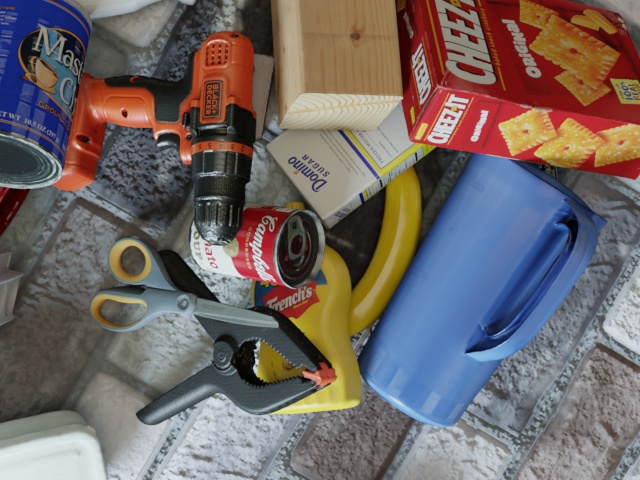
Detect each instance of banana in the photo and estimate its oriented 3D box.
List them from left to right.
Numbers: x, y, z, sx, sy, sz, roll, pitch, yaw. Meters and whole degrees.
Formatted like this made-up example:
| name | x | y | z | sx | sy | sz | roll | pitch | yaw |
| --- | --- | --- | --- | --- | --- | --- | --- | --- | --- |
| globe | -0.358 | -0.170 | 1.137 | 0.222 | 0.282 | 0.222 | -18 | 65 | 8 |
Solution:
| name | x | y | z | sx | sy | sz | roll | pitch | yaw |
| --- | --- | --- | --- | --- | --- | --- | --- | --- | --- |
| banana | 0.052 | 0.018 | 1.001 | 0.069 | 0.037 | 0.198 | 31 | 91 | -6 |

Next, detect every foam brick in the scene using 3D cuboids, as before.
| name | x | y | z | sx | sy | sz | roll | pitch | yaw |
| --- | --- | --- | --- | --- | --- | --- | --- | --- | --- |
| foam brick | -0.073 | -0.133 | 0.974 | 0.053 | 0.051 | 0.078 | 9 | 93 | -6 |

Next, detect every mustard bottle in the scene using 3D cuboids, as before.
| name | x | y | z | sx | sy | sz | roll | pitch | yaw |
| --- | --- | --- | --- | --- | --- | --- | --- | --- | --- |
| mustard bottle | -0.017 | 0.059 | 0.972 | 0.096 | 0.058 | 0.191 | -12 | 76 | 32 |

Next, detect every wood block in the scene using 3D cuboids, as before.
| name | x | y | z | sx | sy | sz | roll | pitch | yaw |
| --- | --- | --- | --- | --- | --- | --- | --- | --- | --- |
| wood block | 0.009 | -0.208 | 0.925 | 0.090 | 0.090 | 0.206 | 0 | 77 | -15 |

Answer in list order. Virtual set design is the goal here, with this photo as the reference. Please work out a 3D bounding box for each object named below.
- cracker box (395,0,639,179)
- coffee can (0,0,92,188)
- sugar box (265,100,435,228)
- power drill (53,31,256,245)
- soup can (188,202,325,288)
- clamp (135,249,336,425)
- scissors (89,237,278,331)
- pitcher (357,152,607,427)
| name | x | y | z | sx | sy | sz | roll | pitch | yaw |
| --- | --- | --- | --- | --- | --- | --- | --- | --- | --- |
| cracker box | 0.175 | -0.146 | 0.920 | 0.213 | 0.164 | 0.072 | 9 | 137 | -17 |
| coffee can | -0.251 | -0.127 | 0.878 | 0.102 | 0.103 | 0.140 | 8 | 67 | -5 |
| sugar box | 0.047 | -0.100 | 0.979 | 0.176 | 0.048 | 0.093 | -37 | 76 | 1 |
| power drill | -0.145 | -0.084 | 0.924 | 0.188 | 0.057 | 0.184 | -1 | 77 | 19 |
| soup can | -0.056 | 0.001 | 0.930 | 0.102 | 0.068 | 0.068 | 9 | 94 | 36 |
| clamp | -0.083 | 0.110 | 0.951 | 0.210 | 0.036 | 0.164 | 16 | 99 | 32 |
| scissors | -0.124 | 0.038 | 0.951 | 0.202 | 0.016 | 0.096 | -8 | 77 | 28 |
| pitcher | 0.140 | 0.046 | 0.951 | 0.145 | 0.149 | 0.243 | 34 | 98 | 17 |
